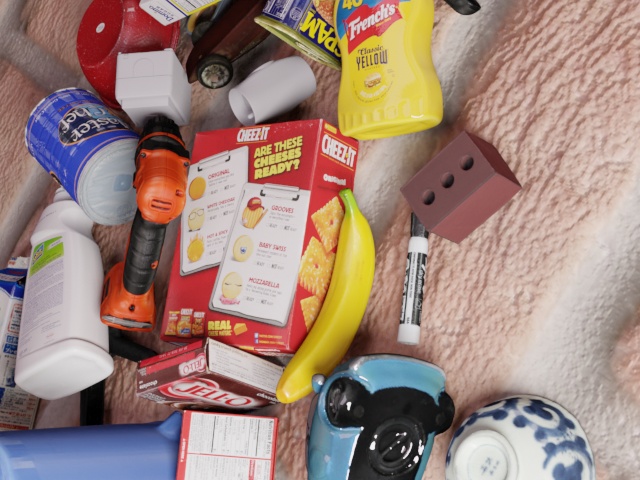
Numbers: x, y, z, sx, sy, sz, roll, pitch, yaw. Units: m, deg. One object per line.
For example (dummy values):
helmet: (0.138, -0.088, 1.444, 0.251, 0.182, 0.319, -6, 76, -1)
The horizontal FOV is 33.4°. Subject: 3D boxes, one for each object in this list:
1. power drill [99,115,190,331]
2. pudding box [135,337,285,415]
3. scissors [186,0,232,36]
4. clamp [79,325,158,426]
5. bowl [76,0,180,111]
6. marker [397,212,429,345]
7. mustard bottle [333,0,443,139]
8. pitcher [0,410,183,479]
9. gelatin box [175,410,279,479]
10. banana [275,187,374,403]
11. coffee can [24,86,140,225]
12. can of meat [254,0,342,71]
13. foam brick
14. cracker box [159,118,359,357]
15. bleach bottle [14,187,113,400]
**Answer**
power drill: (-0.176, -0.018, 1.075, 0.184, 0.057, 0.188, -102, 26, -62)
pudding box: (-0.099, 0.129, 0.980, 0.090, 0.113, 0.039, -20, 61, 33)
scissors: (-0.084, -0.281, 1.161, 0.202, 0.016, 0.096, -12, 67, 37)
clamp: (-0.229, 0.113, 1.139, 0.120, 0.039, 0.171, -37, 54, 15)
bowl: (-0.233, -0.234, 1.232, 0.162, 0.055, 0.162, -14, 69, 41)
marker: (0.082, 0.030, 0.928, 0.020, 0.020, 0.121, -3, 74, 38)
mustard bottle: (0.058, -0.193, 0.971, 0.096, 0.058, 0.191, -8, 82, 36)
pitcher: (-0.223, 0.237, 0.961, 0.145, 0.242, 0.149, -23, 69, 29)
gelatin box: (-0.084, 0.195, 0.973, 0.089, 0.030, 0.073, 5, 76, -1)
banana: (0.010, 0.056, 0.938, 0.037, 0.069, 0.197, -7, 61, 49)
coffee can: (-0.251, -0.095, 1.180, 0.140, 0.102, 0.103, 40, 102, 39)
can of meat: (-0.002, -0.223, 1.023, 0.058, 0.101, 0.084, 31, 94, 41)
foam brick: (0.119, -0.044, 0.900, 0.078, 0.051, 0.053, -44, 54, 20)
cracker box: (-0.057, 0.001, 1.015, 0.164, 0.072, 0.213, -1, 74, 38)
bleach bottle: (-0.271, 0.041, 1.146, 0.103, 0.068, 0.251, -27, 48, 23)
